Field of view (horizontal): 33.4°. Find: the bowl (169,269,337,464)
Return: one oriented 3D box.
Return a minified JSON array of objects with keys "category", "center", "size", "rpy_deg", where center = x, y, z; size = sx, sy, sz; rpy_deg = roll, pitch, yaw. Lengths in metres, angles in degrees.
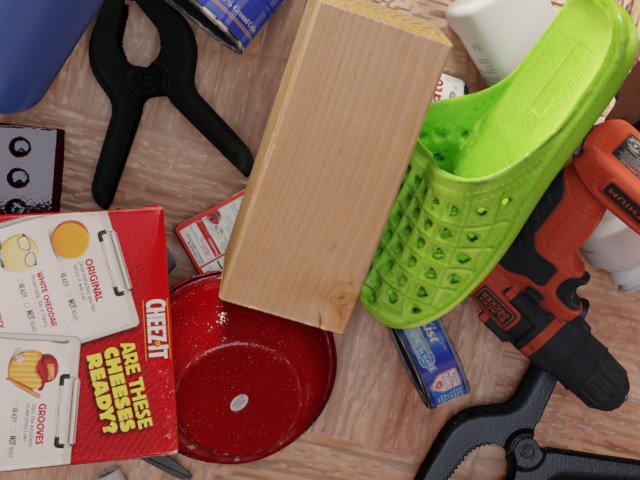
[{"category":"bowl","center":[-0.063,0.105,0.781],"size":[0.162,0.055,0.162],"rpy_deg":[-3,109,-8]}]

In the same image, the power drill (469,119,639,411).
[{"category":"power drill","center":[0.188,0.020,0.750],"size":[0.184,0.188,0.057],"rpy_deg":[44,45,4]}]

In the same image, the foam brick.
[{"category":"foam brick","center":[-0.215,-0.045,0.771],"size":[0.053,0.051,0.078],"rpy_deg":[3,94,-7]}]

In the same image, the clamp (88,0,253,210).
[{"category":"clamp","center":[-0.114,-0.112,0.784],"size":[0.120,0.039,0.171],"rpy_deg":[-5,95,-8]}]

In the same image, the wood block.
[{"category":"wood block","center":[0.006,-0.055,0.719],"size":[0.090,0.090,0.206],"rpy_deg":[17,109,-8]}]

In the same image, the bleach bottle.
[{"category":"bleach bottle","center":[0.181,-0.075,0.799],"size":[0.068,0.102,0.251],"rpy_deg":[-28,104,5]}]

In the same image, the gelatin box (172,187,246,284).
[{"category":"gelatin box","center":[-0.055,0.001,0.804],"size":[0.089,0.030,0.073],"rpy_deg":[-29,98,-2]}]

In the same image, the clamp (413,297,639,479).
[{"category":"clamp","center":[0.157,0.150,0.836],"size":[0.210,0.036,0.164],"rpy_deg":[-22,91,-4]}]

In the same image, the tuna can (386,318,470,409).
[{"category":"tuna can","center":[0.078,0.082,0.797],"size":[0.033,0.086,0.086],"rpy_deg":[-25,97,-3]}]

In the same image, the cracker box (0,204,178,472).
[{"category":"cracker box","center":[-0.207,0.064,0.693],"size":[0.213,0.072,0.164],"rpy_deg":[-4,93,-15]}]

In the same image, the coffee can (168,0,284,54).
[{"category":"coffee can","center":[-0.051,-0.218,0.750],"size":[0.103,0.103,0.140],"rpy_deg":[39,90,-8]}]
